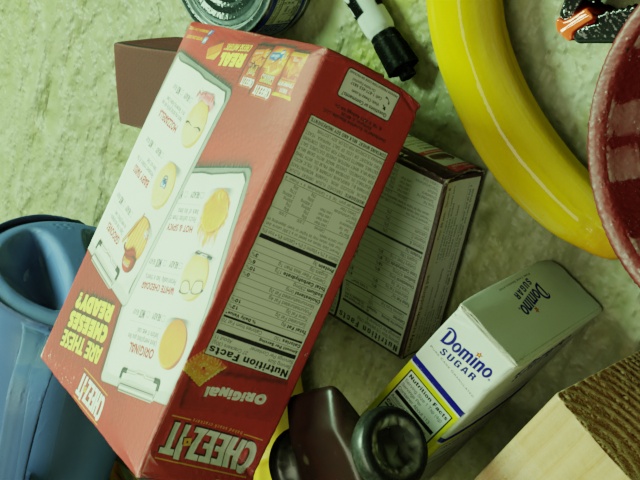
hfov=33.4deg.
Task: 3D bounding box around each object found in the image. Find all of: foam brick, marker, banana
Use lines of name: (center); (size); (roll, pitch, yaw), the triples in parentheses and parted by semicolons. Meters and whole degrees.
foam brick: (-0.083, -0.096, 0.664); (0.078, 0.051, 0.053); (15, 113, 38)
marker: (0.018, -0.139, 0.584); (0.020, 0.020, 0.121); (-39, 76, 41)
banana: (0.093, -0.080, 0.523); (0.070, 0.037, 0.198); (-16, 92, 44)

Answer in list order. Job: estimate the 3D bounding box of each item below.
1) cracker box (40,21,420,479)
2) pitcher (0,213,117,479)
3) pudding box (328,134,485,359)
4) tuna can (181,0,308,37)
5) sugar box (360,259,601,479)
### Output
cracker box: (-0.054, 0.001, 0.558); (0.164, 0.072, 0.214); (27, 94, 57)
pitcher: (-0.195, 0.117, 0.752); (0.145, 0.148, 0.243); (39, 125, 32)
pudding box: (0.034, -0.004, 0.597); (0.090, 0.039, 0.113); (30, 122, 32)
tuna can: (-0.046, -0.161, 0.624); (0.086, 0.033, 0.086); (13, 111, 38)
sugar box: (0.061, 0.087, 0.561); (0.048, 0.093, 0.176); (47, 128, 18)
